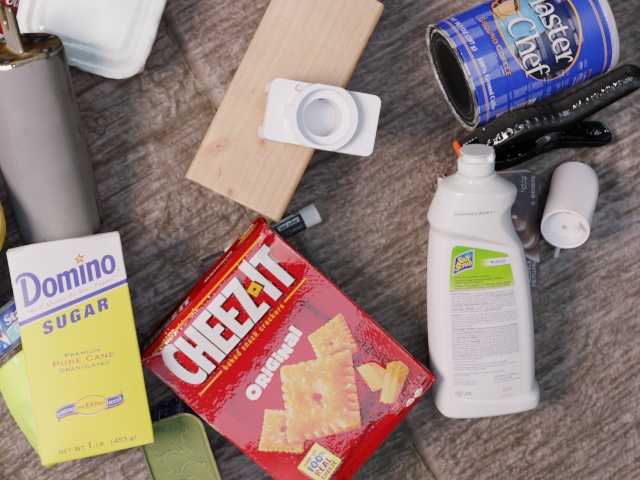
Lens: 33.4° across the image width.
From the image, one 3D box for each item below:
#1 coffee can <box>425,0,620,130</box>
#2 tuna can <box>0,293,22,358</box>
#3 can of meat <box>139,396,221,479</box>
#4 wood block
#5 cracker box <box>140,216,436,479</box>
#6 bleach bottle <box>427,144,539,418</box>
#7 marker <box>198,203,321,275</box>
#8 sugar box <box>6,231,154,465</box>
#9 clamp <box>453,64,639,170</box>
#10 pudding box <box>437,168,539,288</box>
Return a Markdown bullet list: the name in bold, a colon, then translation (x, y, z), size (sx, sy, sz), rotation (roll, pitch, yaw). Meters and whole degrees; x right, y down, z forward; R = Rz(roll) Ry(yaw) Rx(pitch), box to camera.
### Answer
- **coffee can**: translation (0.179, -0.172, 0.955), size (0.140, 0.103, 0.103), rotation (-24, 97, -5)
- **tuna can**: translation (-0.261, 0.065, 0.927), size (0.086, 0.086, 0.033), rotation (-40, 100, -3)
- **can of meat**: translation (-0.122, 0.197, 0.956), size (0.057, 0.084, 0.102), rotation (-18, 97, -6)
- **wood block**: translation (-0.034, -0.129, 0.938), size (0.090, 0.091, 0.206), rotation (26, 91, -9)
- **cracker box**: translation (-0.028, 0.110, 0.949), size (0.213, 0.072, 0.164), rotation (43, 88, -9)
- **bleach bottle**: translation (0.145, 0.036, 0.945), size (0.102, 0.068, 0.251), rotation (-6, 116, -6)
- **marker**: translation (-0.056, 0.001, 0.981), size (0.121, 0.020, 0.020), rotation (-27, 98, -5)
- **sugar box**: translation (-0.196, 0.086, 0.874), size (0.093, 0.048, 0.176), rotation (-10, 89, -15)
- **clamp**: translation (0.204, -0.097, 0.966), size (0.171, 0.120, 0.039), rotation (-19, 62, 1)
- **pudding box**: translation (0.156, -0.009, 0.998), size (0.090, 0.039, 0.113), rotation (-3, 95, -7)
